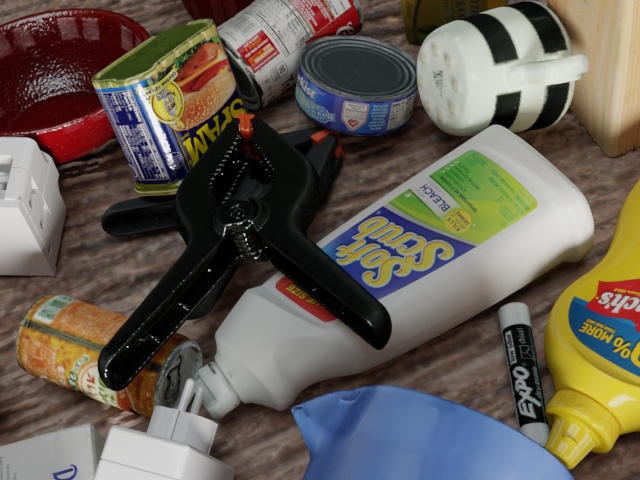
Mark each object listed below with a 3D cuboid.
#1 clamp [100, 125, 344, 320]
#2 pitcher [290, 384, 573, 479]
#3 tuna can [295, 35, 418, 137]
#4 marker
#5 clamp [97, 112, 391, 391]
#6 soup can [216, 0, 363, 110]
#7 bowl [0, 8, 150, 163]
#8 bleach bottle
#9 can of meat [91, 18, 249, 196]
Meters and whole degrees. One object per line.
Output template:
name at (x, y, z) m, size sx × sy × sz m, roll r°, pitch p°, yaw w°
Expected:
clamp at (-0.062, -0.028, 0.722) m, size 0.120 × 0.039 × 0.171 m, roll 35°, pitch 61°, yaw 30°
pitcher at (0.033, 0.205, 0.503) m, size 0.149 × 0.145 × 0.242 m, roll 9°, pitch 62°, yaw 31°
tuna can at (0.026, -0.108, 0.743) m, size 0.086 × 0.034 × 0.086 m, roll 6°, pitch 38°, yaw -5°
marker at (0.120, 0.092, 0.617) m, size 0.020 × 0.020 × 0.121 m, roll -8°, pitch 56°, yaw 6°
clamp at (-0.054, 0.001, 0.642) m, size 0.164 × 0.036 × 0.210 m, roll -14°, pitch 44°, yaw 2°
soup can at (-0.028, -0.151, 0.780) m, size 0.102 × 0.068 × 0.069 m, roll -41°, pitch 58°, yaw -15°
bowl at (-0.195, -0.105, 0.779) m, size 0.162 × 0.055 × 0.162 m, roll -5°, pitch 42°, yaw 5°
bleach bottle at (0.036, 0.032, 0.648) m, size 0.250 × 0.068 × 0.103 m, roll -33°, pitch 51°, yaw -9°
can of meat at (-0.097, -0.092, 0.722) m, size 0.058 × 0.084 × 0.102 m, roll 0°, pitch 33°, yaw 36°
